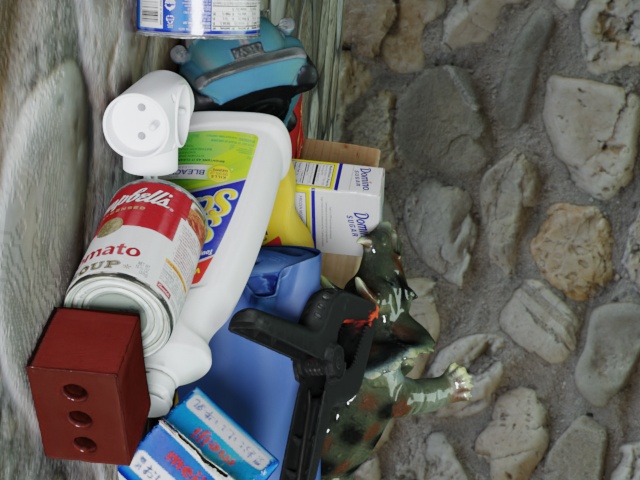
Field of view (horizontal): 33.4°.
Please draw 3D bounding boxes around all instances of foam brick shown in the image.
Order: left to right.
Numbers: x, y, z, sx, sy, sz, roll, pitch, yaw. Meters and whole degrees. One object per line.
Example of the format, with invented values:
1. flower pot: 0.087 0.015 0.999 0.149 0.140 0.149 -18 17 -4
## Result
1. foam brick: -0.131 0.084 0.610 0.051 0.053 0.078 -80 172 -50

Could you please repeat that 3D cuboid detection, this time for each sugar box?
1. sugar box: -0.028 -0.035 1.030 0.093 0.176 0.048 90 7 -49

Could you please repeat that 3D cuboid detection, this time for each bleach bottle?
1. bleach bottle: -0.088 0.013 0.765 0.068 0.102 0.250 85 11 -48

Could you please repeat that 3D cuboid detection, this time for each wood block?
1. wood block: 0.005 -0.005 1.175 0.091 0.090 0.206 94 7 -50

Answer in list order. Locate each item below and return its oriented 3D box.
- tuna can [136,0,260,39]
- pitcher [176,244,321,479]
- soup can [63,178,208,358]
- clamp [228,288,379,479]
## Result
1. tuna can: -0.084 -0.158 0.736 0.086 0.086 0.034 -69 161 -75
2. pitcher: -0.062 0.124 0.902 0.149 0.145 0.243 -18 107 -61
3. soup can: -0.113 0.017 0.664 0.102 0.068 0.068 -78 172 -53
4. clamp: -0.002 0.105 0.818 0.209 0.036 0.164 -30 114 -62
